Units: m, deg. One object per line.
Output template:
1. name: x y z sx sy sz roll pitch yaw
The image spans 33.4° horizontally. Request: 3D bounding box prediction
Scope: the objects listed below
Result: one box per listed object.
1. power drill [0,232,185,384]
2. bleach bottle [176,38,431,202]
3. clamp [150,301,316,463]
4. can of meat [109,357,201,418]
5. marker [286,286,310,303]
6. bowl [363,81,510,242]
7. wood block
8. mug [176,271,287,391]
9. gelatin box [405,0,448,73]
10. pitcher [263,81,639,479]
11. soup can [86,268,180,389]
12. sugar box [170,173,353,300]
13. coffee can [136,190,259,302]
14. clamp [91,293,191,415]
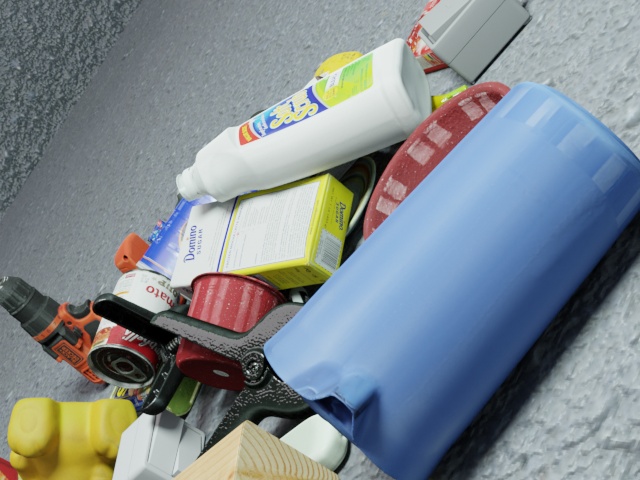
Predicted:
1. power drill: -0.269 0.072 1.274 0.188 0.184 0.057 -34 28 22
2. bleach bottle: -0.024 -0.091 0.969 0.251 0.068 0.102 -23 32 22
3. clamp: -0.052 0.099 0.871 0.210 0.036 0.164 -30 65 21
4. can of meat: -0.162 0.139 1.102 0.084 0.057 0.102 -23 38 48
5. marker: -0.016 0.061 0.964 0.020 0.020 0.121 -50 22 11
6. bowl: 0.106 -0.041 0.813 0.162 0.055 0.162 -44 24 25
7. wood block: -0.088 0.232 0.768 0.206 0.090 0.090 -42 24 29
8. mug: -0.083 0.091 0.980 0.117 0.093 0.081 95 -173 -63
9. gelatin box: 0.121 -0.211 1.063 0.089 0.030 0.073 -61 23 -14
10. pitcher: 0.090 0.024 0.678 0.243 0.144 0.149 -49 34 4
11. soup can: -0.183 0.087 1.060 0.069 0.068 0.102 -35 29 40
12. sugar box: -0.056 0.001 0.993 0.177 0.048 0.093 -12 55 41
13. coffee can: -0.118 -0.002 1.153 0.140 0.102 0.103 -57 22 -6
14. clamp: -0.143 0.091 1.014 0.039 0.120 0.171 -29 -4 25
